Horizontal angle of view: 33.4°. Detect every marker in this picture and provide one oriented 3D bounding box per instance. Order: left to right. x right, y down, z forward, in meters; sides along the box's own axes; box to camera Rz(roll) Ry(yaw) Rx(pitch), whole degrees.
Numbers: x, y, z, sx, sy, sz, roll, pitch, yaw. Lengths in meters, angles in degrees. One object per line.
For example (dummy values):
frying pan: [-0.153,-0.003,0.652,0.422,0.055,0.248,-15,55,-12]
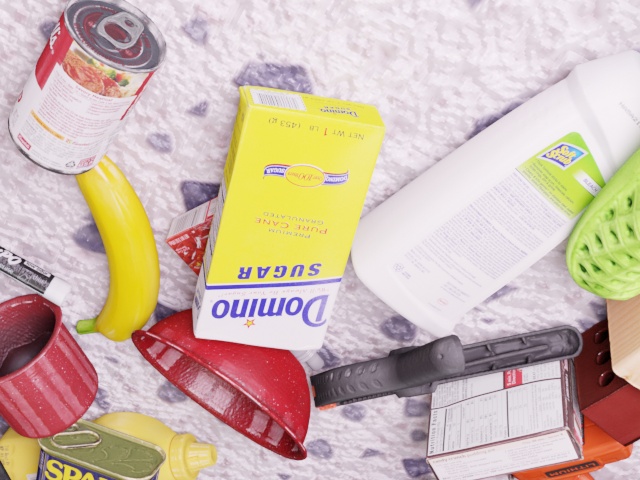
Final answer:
marker: [-0.247,0.013,0.814,0.121,0.020,0.020,30,128,-6]

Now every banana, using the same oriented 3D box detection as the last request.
banana: [-0.153,0.014,0.796,0.069,0.037,0.198,11,130,1]

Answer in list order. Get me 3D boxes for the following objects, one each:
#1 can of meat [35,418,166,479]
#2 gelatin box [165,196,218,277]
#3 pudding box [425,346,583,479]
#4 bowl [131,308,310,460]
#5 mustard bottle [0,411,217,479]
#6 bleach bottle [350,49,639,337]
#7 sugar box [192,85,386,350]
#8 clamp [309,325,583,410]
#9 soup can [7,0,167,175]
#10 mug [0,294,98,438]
can of meat: [-0.185,0.204,0.878,0.102,0.057,0.084,17,110,10]
gelatin box: [-0.055,0.001,0.771,0.089,0.030,0.073,-24,122,27]
pudding box: [0.138,0.132,0.807,0.114,0.090,0.039,-18,124,23]
bowl: [-0.063,0.099,0.811,0.162,0.055,0.162,31,160,13]
mustard bottle: [-0.182,0.197,0.938,0.192,0.058,0.096,-9,112,17]
bleach bottle: [0.140,-0.037,0.686,0.251,0.068,0.102,-36,125,28]
sugar box: [-0.025,-0.010,0.713,0.093,0.048,0.176,8,116,-13]
clamp: [0.079,0.096,0.794,0.164,0.036,0.210,0,165,-41]
soup can: [-0.150,-0.098,0.682,0.068,0.068,0.102,30,129,-15]
mug: [-0.240,0.103,0.857,0.117,0.093,0.081,3,137,30]
